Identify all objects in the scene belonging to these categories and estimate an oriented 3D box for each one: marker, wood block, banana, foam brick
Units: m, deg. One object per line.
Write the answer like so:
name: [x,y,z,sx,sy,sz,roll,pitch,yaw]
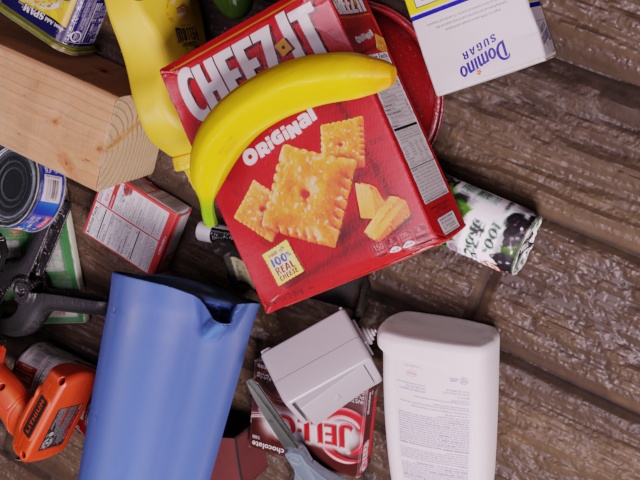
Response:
marker: [-0.056,0.001,0.962,0.121,0.020,0.020,11,108,23]
wood block: [-0.253,-0.132,0.981,0.206,0.090,0.090,25,113,18]
banana: [-0.035,-0.089,0.776,0.198,0.037,0.069,-36,103,30]
foam brick: [-0.098,0.200,1.016,0.078,0.052,0.051,-1,103,26]

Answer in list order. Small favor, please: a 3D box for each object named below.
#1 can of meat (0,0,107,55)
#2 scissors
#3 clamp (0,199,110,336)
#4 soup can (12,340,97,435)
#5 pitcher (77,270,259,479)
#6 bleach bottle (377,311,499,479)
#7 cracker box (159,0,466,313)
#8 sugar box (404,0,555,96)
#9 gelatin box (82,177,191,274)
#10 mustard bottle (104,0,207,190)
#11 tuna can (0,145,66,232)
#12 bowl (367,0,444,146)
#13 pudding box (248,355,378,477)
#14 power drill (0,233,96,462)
can of meat: [-0.238,-0.230,0.968,0.102,0.057,0.084,34,113,13]
scissors: [-0.002,0.196,0.938,0.096,0.016,0.202,8,135,22]
clamp: [-0.285,0.035,1.055,0.172,0.039,0.120,-19,82,24]
soup can: [-0.252,0.149,1.068,0.102,0.068,0.068,21,112,20]
pitcher: [-0.148,0.151,0.949,0.145,0.149,0.243,13,89,12]
bleach bottle: [0.098,0.192,0.915,0.103,0.068,0.251,8,109,24]
cracker box: [-0.009,-0.071,0.826,0.164,0.072,0.214,-23,92,29]
sugar box: [0.107,-0.208,0.814,0.093,0.048,0.176,-15,100,28]
gelatin box: [-0.173,-0.020,1.007,0.089,0.030,0.073,32,116,15]
mustard bottle: [-0.125,-0.137,0.915,0.058,0.096,0.191,-10,99,27]
tuna can: [-0.284,-0.052,1.018,0.086,0.033,0.086,-5,82,34]
bowl: [0.017,-0.115,0.876,0.162,0.055,0.162,7,107,24]
pudding box: [-0.006,0.155,0.967,0.114,0.039,0.090,12,108,22]
power drill: [-0.300,0.105,1.019,0.188,0.057,0.184,35,108,23]
